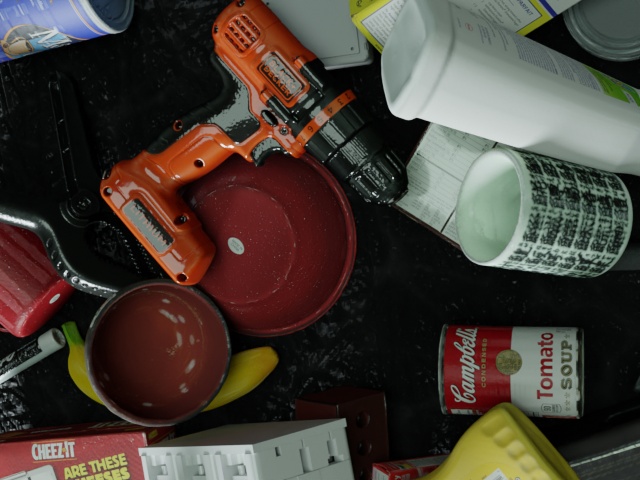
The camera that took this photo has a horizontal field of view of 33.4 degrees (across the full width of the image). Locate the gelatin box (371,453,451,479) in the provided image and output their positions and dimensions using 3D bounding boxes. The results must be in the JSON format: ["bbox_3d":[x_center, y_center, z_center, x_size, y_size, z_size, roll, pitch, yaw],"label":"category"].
[{"bbox_3d":[0.075,0.213,0.818,0.073,0.030,0.089,-1,96,-27],"label":"gelatin box"}]

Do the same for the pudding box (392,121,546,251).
[{"bbox_3d":[0.114,-0.054,0.799,0.090,0.039,0.113,33,101,11],"label":"pudding box"}]

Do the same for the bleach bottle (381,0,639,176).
[{"bbox_3d":[0.168,-0.088,0.719,0.250,0.102,0.068,18,121,-14],"label":"bleach bottle"}]

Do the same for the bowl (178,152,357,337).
[{"bbox_3d":[-0.056,0.001,0.843,0.162,0.055,0.162,2,95,16],"label":"bowl"}]

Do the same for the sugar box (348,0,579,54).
[{"bbox_3d":[0.115,-0.181,0.735,0.176,0.048,0.093,-31,129,26],"label":"sugar box"}]

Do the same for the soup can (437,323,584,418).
[{"bbox_3d":[0.142,0.097,0.790,0.102,0.068,0.068,0,95,15],"label":"soup can"}]

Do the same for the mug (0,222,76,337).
[{"bbox_3d":[-0.257,0.033,0.890,0.081,0.093,0.117,40,124,4],"label":"mug"}]

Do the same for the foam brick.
[{"bbox_3d":[0.017,0.157,0.829,0.051,0.052,0.078,1,97,48],"label":"foam brick"}]

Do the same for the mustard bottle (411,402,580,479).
[{"bbox_3d":[0.089,0.207,0.748,0.192,0.058,0.096,-43,80,16],"label":"mustard bottle"}]

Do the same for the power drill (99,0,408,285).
[{"bbox_3d":[-0.053,-0.054,0.779,0.188,0.057,0.184,-42,87,14],"label":"power drill"}]

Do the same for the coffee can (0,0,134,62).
[{"bbox_3d":[-0.234,-0.200,0.849,0.140,0.102,0.103,-11,92,16],"label":"coffee can"}]

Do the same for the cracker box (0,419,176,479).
[{"bbox_3d":[-0.192,0.263,0.897,0.164,0.072,0.214,-7,92,15],"label":"cracker box"}]

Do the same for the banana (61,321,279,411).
[{"bbox_3d":[-0.132,0.112,0.884,0.198,0.037,0.069,6,97,15],"label":"banana"}]

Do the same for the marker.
[{"bbox_3d":[-0.275,0.112,0.933,0.121,0.020,0.020,-30,87,16],"label":"marker"}]

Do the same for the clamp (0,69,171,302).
[{"bbox_3d":[-0.195,-0.033,0.864,0.210,0.164,0.036,40,147,-9],"label":"clamp"}]
